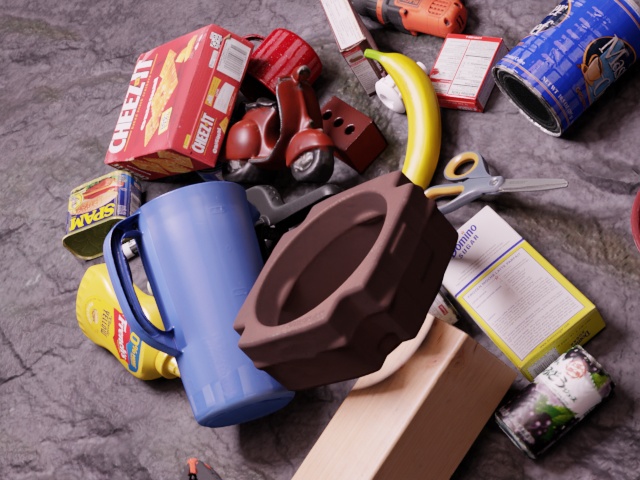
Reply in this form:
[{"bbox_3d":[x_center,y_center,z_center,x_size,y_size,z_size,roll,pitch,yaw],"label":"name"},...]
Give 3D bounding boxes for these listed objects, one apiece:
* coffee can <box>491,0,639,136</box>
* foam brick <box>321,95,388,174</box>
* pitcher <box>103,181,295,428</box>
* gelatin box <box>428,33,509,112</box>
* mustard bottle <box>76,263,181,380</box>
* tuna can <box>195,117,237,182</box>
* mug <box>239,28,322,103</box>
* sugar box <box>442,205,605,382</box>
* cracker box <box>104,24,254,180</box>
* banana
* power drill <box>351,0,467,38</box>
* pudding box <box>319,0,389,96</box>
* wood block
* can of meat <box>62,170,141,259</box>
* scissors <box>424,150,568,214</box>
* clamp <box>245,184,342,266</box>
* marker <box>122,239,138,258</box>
[{"bbox_3d":[0.268,-0.195,1.134,0.140,0.102,0.103,-44,49,-1],"label":"coffee can"},{"bbox_3d":[0.032,-0.125,1.262,0.053,0.051,0.078,-48,49,-6],"label":"foam brick"},{"bbox_3d":[-0.120,0.070,1.128,0.149,0.145,0.243,-21,73,9],"label":"pitcher"},{"bbox_3d":[0.168,-0.195,1.241,0.073,0.030,0.089,13,70,35],"label":"gelatin box"},{"bbox_3d":[-0.210,0.106,1.234,0.192,0.058,0.096,31,119,39],"label":"mustard bottle"},{"bbox_3d":[-0.125,-0.113,1.358,0.086,0.033,0.086,-15,54,22],"label":"tuna can"},{"bbox_3d":[-0.061,-0.218,1.347,0.117,0.093,0.081,35,75,15],"label":"mug"},{"bbox_3d":[0.188,0.051,1.060,0.093,0.048,0.176,-40,45,1],"label":"sugar box"},{"bbox_3d":[-0.182,-0.168,1.335,0.214,0.072,0.164,-2,68,57],"label":"cracker box"},{"bbox_3d":[0.104,-0.134,1.213,0.070,0.037,0.198,-16,73,16],"label":"banana"},{"bbox_3d":[0.136,-0.345,1.342,0.185,0.057,0.187,25,78,35],"label":"power drill"},{"bbox_3d":[0.042,-0.246,1.309,0.039,0.090,0.113,-29,50,10],"label":"pudding box"},{"bbox_3d":[0.076,0.176,0.991,0.206,0.090,0.090,-56,35,-4],"label":"wood block"},{"bbox_3d":[-0.281,-0.034,1.385,0.102,0.057,0.084,-20,50,19],"label":"can of meat"},{"bbox_3d":[0.186,-0.070,1.118,0.202,0.016,0.096,-15,39,45],"label":"scissors"},{"bbox_3d":[-0.058,0.002,1.222,0.210,0.036,0.164,19,95,53],"label":"clamp"},{"bbox_3d":[-0.200,-0.010,1.346,0.121,0.020,0.020,-28,50,13],"label":"marker"}]
